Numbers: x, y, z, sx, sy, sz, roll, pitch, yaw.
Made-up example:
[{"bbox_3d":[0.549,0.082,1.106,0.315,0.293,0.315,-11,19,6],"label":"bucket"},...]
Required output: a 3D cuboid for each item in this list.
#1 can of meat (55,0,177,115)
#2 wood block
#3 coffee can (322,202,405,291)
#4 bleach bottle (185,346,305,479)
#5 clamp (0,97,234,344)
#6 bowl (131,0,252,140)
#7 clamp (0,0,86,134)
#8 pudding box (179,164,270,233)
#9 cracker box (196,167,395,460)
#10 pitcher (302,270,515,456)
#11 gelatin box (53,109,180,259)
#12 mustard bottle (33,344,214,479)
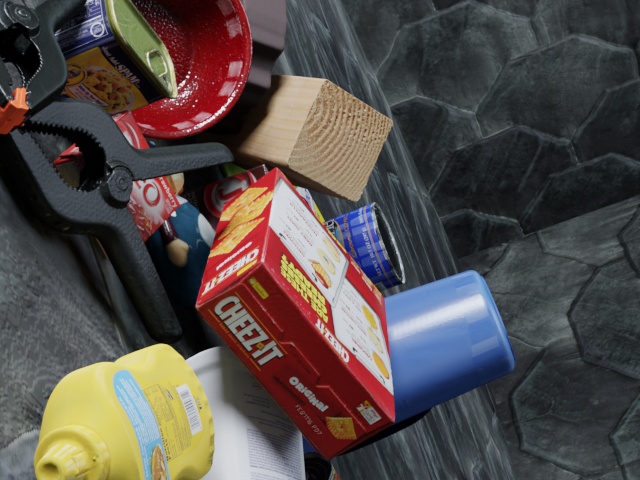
[{"bbox_3d":[-0.169,-0.135,0.811,0.102,0.084,0.057,52,21,-57],"label":"can of meat"},{"bbox_3d":[-0.033,-0.109,1.076,0.090,0.090,0.206,26,-4,-33],"label":"wood block"},{"bbox_3d":[0.017,0.026,1.264,0.102,0.140,0.103,-20,90,-78],"label":"coffee can"},{"bbox_3d":[-0.053,0.211,0.802,0.102,0.068,0.251,25,47,-41],"label":"bleach bottle"},{"bbox_3d":[-0.144,-0.045,0.754,0.209,0.036,0.164,43,53,-38],"label":"clamp"},{"bbox_3d":[-0.142,-0.167,0.919,0.055,0.162,0.162,9,-55,63],"label":"bowl"},{"bbox_3d":[-0.195,-0.137,0.698,0.120,0.039,0.171,8,53,-39],"label":"clamp"},{"bbox_3d":[-0.076,-0.005,1.010,0.039,0.090,0.113,35,36,-71],"label":"pudding box"},{"bbox_3d":[-0.017,0.051,0.865,0.164,0.072,0.213,51,15,-17],"label":"cracker box"},{"bbox_3d":[0.064,0.127,1.056,0.149,0.243,0.145,21,48,-84],"label":"pitcher"},{"bbox_3d":[-0.152,-0.043,0.805,0.073,0.030,0.089,-53,126,-48],"label":"gelatin box"},{"bbox_3d":[-0.122,0.121,0.654,0.191,0.058,0.096,-4,76,-79],"label":"mustard bottle"}]
